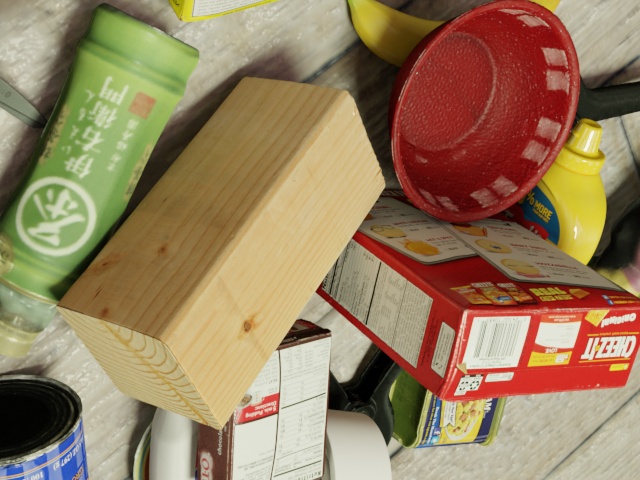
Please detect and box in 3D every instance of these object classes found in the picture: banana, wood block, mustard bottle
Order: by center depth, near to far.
[{"bbox_3d":[-0.054,0.001,0.671,0.205,0.090,0.091,-55,141,-29],"label":"wood block"},{"bbox_3d":[0.099,-0.158,0.780,0.197,0.037,0.070,-5,116,-31],"label":"banana"},{"bbox_3d":[0.173,-0.007,0.833,0.058,0.096,0.192,4,122,-26],"label":"mustard bottle"}]

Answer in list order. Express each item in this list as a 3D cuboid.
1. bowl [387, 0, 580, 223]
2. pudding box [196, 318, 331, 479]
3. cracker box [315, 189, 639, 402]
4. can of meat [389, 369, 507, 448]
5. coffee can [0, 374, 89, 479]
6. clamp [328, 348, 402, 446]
[{"bbox_3d":[0.104,-0.096,0.753,0.161,0.055,0.162,-15,122,-26],"label":"bowl"},{"bbox_3d":[-0.037,0.117,0.721,0.089,0.039,0.113,-10,110,-44],"label":"pudding box"},{"bbox_3d":[0.093,0.031,0.749,0.163,0.214,0.072,1,112,-32],"label":"cracker box"},{"bbox_3d":[0.108,0.125,0.901,0.083,0.058,0.102,1,109,-30],"label":"can of meat"},{"bbox_3d":[-0.200,0.174,0.697,0.102,0.103,0.140,-13,117,-27],"label":"coffee can"},{"bbox_3d":[0.035,0.126,0.863,0.120,0.039,0.171,-12,123,-15],"label":"clamp"}]
